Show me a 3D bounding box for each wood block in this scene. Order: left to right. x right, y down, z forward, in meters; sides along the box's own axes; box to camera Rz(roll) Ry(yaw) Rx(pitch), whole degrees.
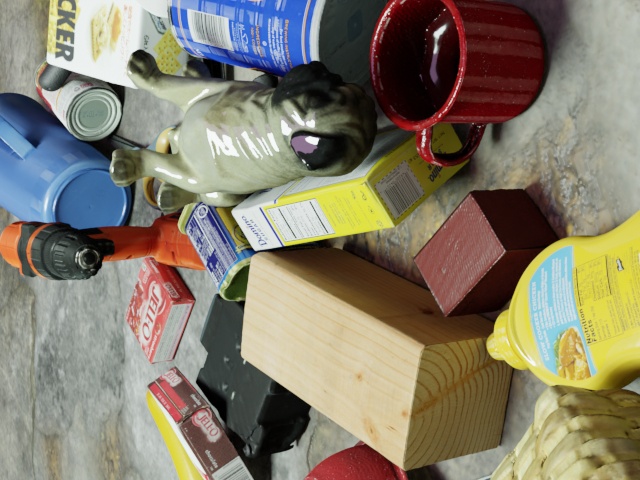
[{"bbox_3d":[0.035,0.078,0.791,0.206,0.090,0.090,26,114,51],"label":"wood block"}]

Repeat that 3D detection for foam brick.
[{"bbox_3d":[0.110,0.008,0.715,0.078,0.052,0.051,-53,52,41],"label":"foam brick"}]

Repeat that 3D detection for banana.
[{"bbox_3d":[-0.137,0.225,1.085,0.070,0.037,0.198,-50,54,43],"label":"banana"}]

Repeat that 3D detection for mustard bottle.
[{"bbox_3d":[0.168,0.041,0.632,0.192,0.058,0.096,-30,62,51],"label":"mustard bottle"}]

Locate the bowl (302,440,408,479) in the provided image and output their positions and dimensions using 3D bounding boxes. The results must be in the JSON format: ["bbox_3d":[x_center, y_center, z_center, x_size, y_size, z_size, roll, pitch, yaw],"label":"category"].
[{"bbox_3d":[0.014,0.230,0.824,0.162,0.055,0.162,-172,90,-70],"label":"bowl"}]

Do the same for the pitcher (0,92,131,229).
[{"bbox_3d":[-0.327,-0.084,1.236,0.243,0.148,0.145,30,117,45],"label":"pitcher"}]

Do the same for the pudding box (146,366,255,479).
[{"bbox_3d":[-0.109,0.182,0.990,0.090,0.039,0.113,34,152,58],"label":"pudding box"}]

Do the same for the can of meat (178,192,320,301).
[{"bbox_3d":[-0.056,0.001,0.902,0.084,0.101,0.058,57,136,30],"label":"can of meat"}]

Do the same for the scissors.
[{"bbox_3d":[-0.183,-0.103,1.137,0.096,0.016,0.202,-61,37,20],"label":"scissors"}]

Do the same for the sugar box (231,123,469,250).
[{"bbox_3d":[0.018,-0.039,0.801,0.177,0.093,0.048,-13,112,56],"label":"sugar box"}]

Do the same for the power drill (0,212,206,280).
[{"bbox_3d":[-0.192,0.005,1.016,0.185,0.187,0.057,10,100,55],"label":"power drill"}]

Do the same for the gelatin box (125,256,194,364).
[{"bbox_3d":[-0.171,0.073,1.125,0.073,0.030,0.089,52,132,38],"label":"gelatin box"}]

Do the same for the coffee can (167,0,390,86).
[{"bbox_3d":[-0.031,-0.176,0.813,0.140,0.102,0.103,19,109,29],"label":"coffee can"}]

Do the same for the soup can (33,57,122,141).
[{"bbox_3d":[-0.277,-0.165,1.218,0.102,0.068,0.069,44,127,42],"label":"soup can"}]

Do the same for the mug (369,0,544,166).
[{"bbox_3d":[0.091,-0.107,0.705,0.093,0.081,0.117,17,107,52],"label":"mug"}]
